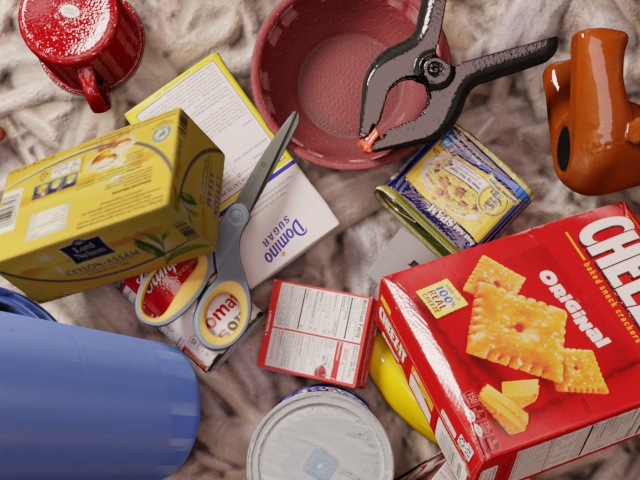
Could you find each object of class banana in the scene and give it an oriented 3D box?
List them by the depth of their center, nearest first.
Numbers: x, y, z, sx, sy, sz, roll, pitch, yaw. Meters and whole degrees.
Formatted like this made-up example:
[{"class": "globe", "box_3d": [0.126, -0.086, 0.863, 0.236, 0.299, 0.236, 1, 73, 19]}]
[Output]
[{"class": "banana", "box_3d": [0.112, 0.139, 0.860, 0.198, 0.037, 0.069, 24, 56, 0]}]

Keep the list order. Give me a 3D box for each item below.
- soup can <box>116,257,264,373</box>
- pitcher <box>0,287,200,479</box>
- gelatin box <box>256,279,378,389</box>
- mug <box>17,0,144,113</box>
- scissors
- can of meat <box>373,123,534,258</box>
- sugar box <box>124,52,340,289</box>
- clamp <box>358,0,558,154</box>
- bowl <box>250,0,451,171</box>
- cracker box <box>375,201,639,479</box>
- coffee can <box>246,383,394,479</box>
[{"class": "soup can", "box_3d": [-0.103, 0.049, 0.854, 0.102, 0.068, 0.068, 43, 87, 4]}, {"class": "pitcher", "box_3d": [-0.215, 0.108, 0.774, 0.242, 0.145, 0.149, 13, 83, -40]}, {"class": "gelatin box", "box_3d": [0.000, 0.075, 0.857, 0.089, 0.030, 0.073, 10, 85, 21]}, {"class": "mug", "box_3d": [-0.193, -0.161, 0.867, 0.093, 0.081, 0.117, -12, 85, 0]}, {"class": "scissors", "box_3d": [-0.055, 0.001, 0.822, 0.096, 0.016, 0.201, 44, 80, 2]}, {"class": "can of meat", "box_3d": [0.109, -0.035, 0.863, 0.102, 0.057, 0.084, 43, 85, 4]}, {"class": "sugar box", "box_3d": [-0.071, -0.056, 0.874, 0.093, 0.048, 0.176, -35, 89, 0]}, {"class": "clamp", "box_3d": [0.084, -0.141, 0.824, 0.171, 0.039, 0.120, -39, 83, -2]}, {"class": "bowl", "box_3d": [0.025, -0.133, 0.873, 0.162, 0.055, 0.162, 0, 85, 1]}, {"class": "cracker box", "box_3d": [0.170, 0.074, 0.790, 0.213, 0.072, 0.164, -17, 56, -14]}, {"class": "coffee can", "box_3d": [0.001, 0.162, 0.805, 0.103, 0.140, 0.103, 0, 85, 1]}]
